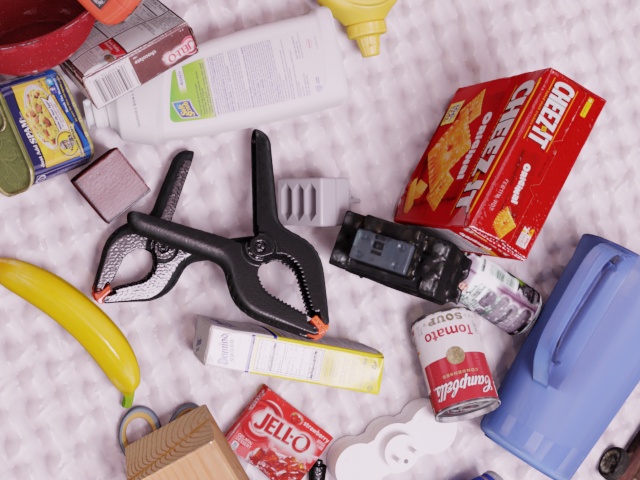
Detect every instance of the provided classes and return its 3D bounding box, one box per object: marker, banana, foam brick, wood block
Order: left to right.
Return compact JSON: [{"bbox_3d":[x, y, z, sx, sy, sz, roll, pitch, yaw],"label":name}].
[{"bbox_3d":[-0.234,0.081,1.014,0.070,0.037,0.197,-35,101,29],"label":"banana"},{"bbox_3d":[-0.199,-0.052,1.009,0.051,0.078,0.053,-40,103,-10],"label":"foam brick"},{"bbox_3d":[-0.097,0.276,1.025,0.091,0.090,0.206,-28,107,-3],"label":"wood block"},{"bbox_3d":[-0.007,0.286,1.102,0.020,0.020,0.121,4,92,-14],"label":"marker"}]

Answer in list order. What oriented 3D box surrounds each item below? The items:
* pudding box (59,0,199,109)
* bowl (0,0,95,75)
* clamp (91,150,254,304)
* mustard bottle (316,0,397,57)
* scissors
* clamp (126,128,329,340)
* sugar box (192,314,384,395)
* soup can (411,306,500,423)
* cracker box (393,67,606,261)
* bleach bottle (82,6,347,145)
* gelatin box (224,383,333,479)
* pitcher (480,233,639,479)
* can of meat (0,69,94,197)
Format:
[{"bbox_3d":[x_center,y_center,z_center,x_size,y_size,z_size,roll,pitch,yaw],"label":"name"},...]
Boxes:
[{"bbox_3d":[-0.183,-0.179,0.996,0.113,0.090,0.039,-31,131,-14],"label":"pudding box"},{"bbox_3d":[-0.268,-0.198,0.968,0.162,0.162,0.055,-21,135,-12],"label":"bowl"},{"bbox_3d":[-0.157,-0.006,1.042,0.171,0.039,0.120,-31,93,-17],"label":"clamp"},{"bbox_3d":[0.034,-0.279,1.065,0.096,0.058,0.191,-13,96,-21],"label":"mustard bottle"},{"bbox_3d":[-0.176,0.252,1.061,0.096,0.016,0.202,23,87,-12],"label":"scissors"},{"bbox_3d":[-0.057,0.001,1.019,0.210,0.036,0.164,45,69,5],"label":"clamp"},{"bbox_3d":[-0.033,0.112,1.050,0.176,0.093,0.048,9,90,-13],"label":"sugar box"},{"bbox_3d":[0.136,0.126,1.086,0.068,0.068,0.102,-7,66,-14],"label":"soup can"},{"bbox_3d":[0.161,-0.072,1.026,0.072,0.214,0.164,28,86,-14],"label":"cracker box"},{"bbox_3d":[-0.105,-0.155,1.036,0.250,0.068,0.102,-12,90,-10],"label":"bleach bottle"},{"bbox_3d":[-0.044,0.201,1.083,0.089,0.030,0.073,40,83,-13],"label":"gelatin box"},{"bbox_3d":[0.266,0.120,1.103,0.149,0.145,0.243,33,88,-10],"label":"pitcher"},{"bbox_3d":[-0.267,-0.102,0.982,0.083,0.058,0.102,-31,103,-50],"label":"can of meat"}]
